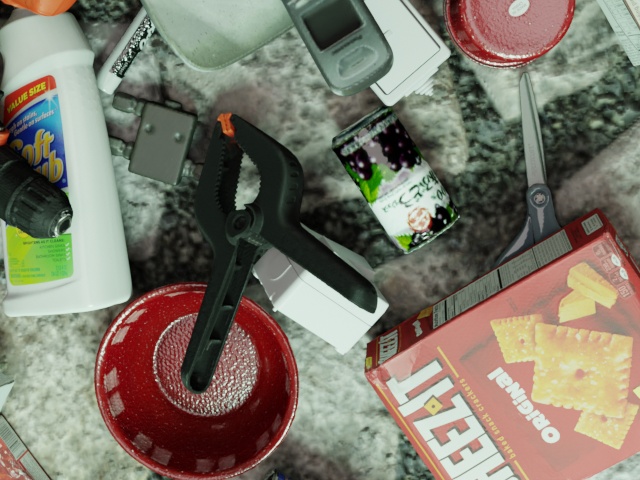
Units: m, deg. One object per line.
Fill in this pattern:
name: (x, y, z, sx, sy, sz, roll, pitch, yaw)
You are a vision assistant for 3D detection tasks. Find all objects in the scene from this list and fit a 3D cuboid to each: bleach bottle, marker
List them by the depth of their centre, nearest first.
bleach bottle: (-0.210, -0.071, 0.820, 0.103, 0.068, 0.251, -6, 95, 27)
marker: (-0.136, -0.167, 0.823, 0.020, 0.020, 0.121, 36, 100, -3)

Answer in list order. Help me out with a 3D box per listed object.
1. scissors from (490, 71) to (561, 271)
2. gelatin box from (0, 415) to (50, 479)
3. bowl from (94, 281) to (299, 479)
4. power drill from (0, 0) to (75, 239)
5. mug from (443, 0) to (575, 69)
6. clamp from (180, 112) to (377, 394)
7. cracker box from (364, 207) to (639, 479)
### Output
scissors: (0.154, -0.020, 0.832, 0.096, 0.016, 0.202, -23, 98, 7)
gelatin box: (-0.273, 0.203, 0.891, 0.073, 0.030, 0.089, -34, 96, 9)
bowl: (-0.095, 0.107, 0.850, 0.162, 0.055, 0.162, 1, 100, 3)
power drill: (-0.230, -0.113, 0.753, 0.184, 0.057, 0.188, 31, 112, 15)
mug: (0.127, -0.176, 0.773, 0.117, 0.081, 0.093, 27, 100, -2)
clamp: (-0.055, 0.001, 0.784, 0.165, 0.036, 0.210, -33, 56, 20)
cracker box: (0.165, 0.102, 0.812, 0.214, 0.072, 0.164, -32, 100, 14)
